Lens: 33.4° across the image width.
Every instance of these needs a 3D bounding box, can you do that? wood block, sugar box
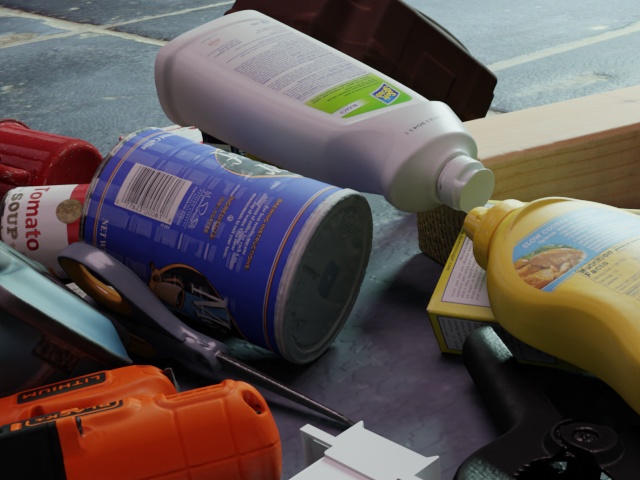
[{"bbox_3d":[0.176,-0.044,0.739,0.205,0.090,0.091,-14,22,-20],"label":"wood block"},{"bbox_3d":[0.157,0.027,0.583,0.176,0.048,0.093,8,51,27],"label":"sugar box"}]

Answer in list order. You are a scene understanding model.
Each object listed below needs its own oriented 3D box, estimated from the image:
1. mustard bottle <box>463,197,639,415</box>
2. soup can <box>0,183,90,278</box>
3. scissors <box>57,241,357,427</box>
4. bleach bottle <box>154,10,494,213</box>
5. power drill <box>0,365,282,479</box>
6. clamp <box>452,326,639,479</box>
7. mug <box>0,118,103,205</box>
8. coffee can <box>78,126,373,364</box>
[{"bbox_3d":[0.137,0.024,0.508,0.096,0.058,0.192,-26,35,-25],"label":"mustard bottle"},{"bbox_3d":[-0.167,-0.007,0.757,0.102,0.068,0.068,-2,21,7],"label":"soup can"},{"bbox_3d":[-0.074,0.047,0.579,0.202,0.096,0.016,11,51,41],"label":"scissors"},{"bbox_3d":[0.003,-0.076,0.685,0.102,0.068,0.251,-32,44,-27],"label":"bleach bottle"},{"bbox_3d":[-0.116,0.092,0.419,0.184,0.057,0.188,-10,-1,-11],"label":"power drill"},{"bbox_3d":[0.124,0.098,0.461,0.165,0.036,0.209,5,23,19],"label":"clamp"},{"bbox_3d":[-0.227,-0.047,0.833,0.082,0.093,0.117,12,-5,28],"label":"mug"},{"bbox_3d":[-0.054,0.001,0.625,0.140,0.103,0.102,19,30,23],"label":"coffee can"}]
